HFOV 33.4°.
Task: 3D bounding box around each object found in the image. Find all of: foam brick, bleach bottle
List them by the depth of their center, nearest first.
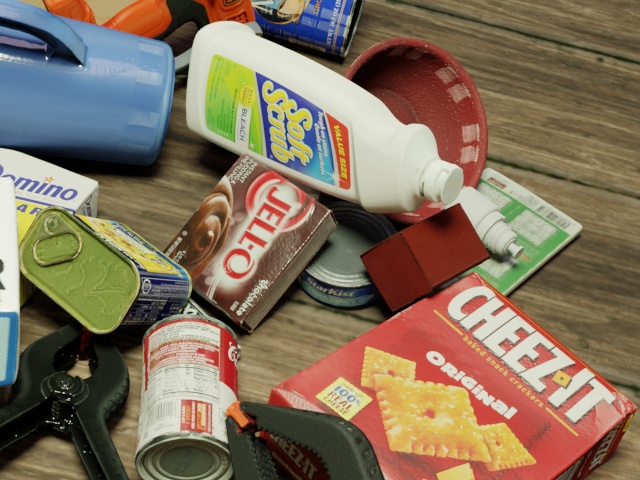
[{"bbox_3d":[0.082,0.013,0.824,0.078,0.053,0.051,-25,84,-41],"label":"foam brick"},{"bbox_3d":[0.003,-0.092,0.838,0.251,0.103,0.067,26,27,34],"label":"bleach bottle"}]

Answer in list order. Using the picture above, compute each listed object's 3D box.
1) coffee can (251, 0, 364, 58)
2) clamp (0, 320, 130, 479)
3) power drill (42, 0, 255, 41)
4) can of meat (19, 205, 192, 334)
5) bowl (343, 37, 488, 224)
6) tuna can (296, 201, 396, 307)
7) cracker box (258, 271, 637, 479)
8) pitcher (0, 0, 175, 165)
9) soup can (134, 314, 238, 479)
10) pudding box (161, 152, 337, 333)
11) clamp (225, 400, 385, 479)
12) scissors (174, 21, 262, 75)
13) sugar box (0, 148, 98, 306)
[{"bbox_3d":[-0.028,-0.256,1.095,0.140,0.103,0.102,17,43,3],"label":"coffee can"},{"bbox_3d":[-0.181,0.109,0.703,0.120,0.039,0.171,14,29,-16],"label":"clamp"},{"bbox_3d":[-0.158,-0.236,0.979,0.187,0.184,0.057,-25,46,-9],"label":"power drill"},{"bbox_3d":[-0.154,0.023,0.779,0.102,0.057,0.083,35,9,21],"label":"can of meat"},{"bbox_3d":[0.068,-0.093,0.936,0.161,0.055,0.162,1,87,-29],"label":"bowl"},{"bbox_3d":[0.020,0.012,0.865,0.086,0.034,0.086,2,53,-2],"label":"tuna can"},{"bbox_3d":[0.091,0.128,0.744,0.213,0.072,0.164,-27,56,-36],"label":"cracker box"},{"bbox_3d":[-0.245,-0.136,0.877,0.242,0.145,0.149,8,19,-16],"label":"pitcher"},{"bbox_3d":[-0.089,0.110,0.721,0.068,0.069,0.102,5,44,-9],"label":"soup can"},{"bbox_3d":[-0.056,0.001,0.828,0.090,0.039,0.113,35,83,22],"label":"pudding box"},{"bbox_3d":[0.022,0.165,0.638,0.164,0.036,0.210,-42,62,7],"label":"clamp"},{"bbox_3d":[-0.148,-0.156,1.013,0.201,0.096,0.016,-24,86,-1],"label":"scissors"},{"bbox_3d":[-0.250,0.002,0.810,0.093,0.048,0.176,20,44,7],"label":"sugar box"}]
